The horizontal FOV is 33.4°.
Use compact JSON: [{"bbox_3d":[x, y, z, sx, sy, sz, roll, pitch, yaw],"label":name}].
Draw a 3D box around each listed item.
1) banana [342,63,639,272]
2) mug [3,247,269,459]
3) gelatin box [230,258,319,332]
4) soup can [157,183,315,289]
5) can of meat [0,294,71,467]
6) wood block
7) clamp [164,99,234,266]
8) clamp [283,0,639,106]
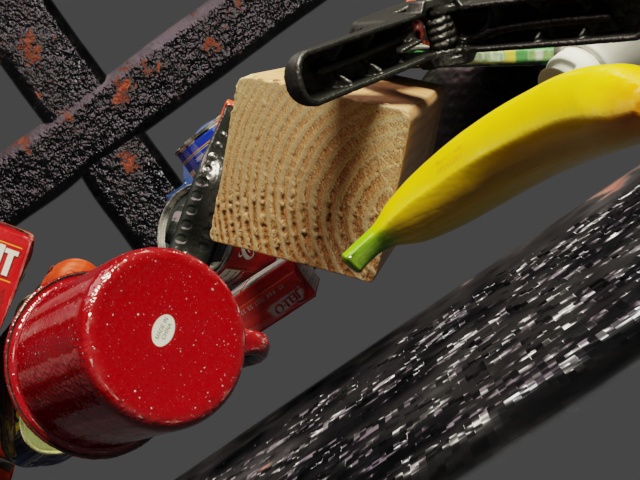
[{"bbox_3d":[0.083,-0.033,0.454,0.198,0.037,0.069,-33,21,54],"label":"banana"},{"bbox_3d":[-0.077,0.052,0.498,0.117,0.093,0.082,7,-18,-33],"label":"mug"},{"bbox_3d":[-0.038,0.039,0.677,0.073,0.030,0.089,-34,3,3],"label":"gelatin box"},{"bbox_3d":[-0.055,0.001,0.748,0.069,0.068,0.102,-34,-25,27],"label":"soup can"},{"bbox_3d":[-0.176,0.093,0.690,0.057,0.102,0.084,0,-18,-27],"label":"can of meat"},{"bbox_3d":[0.014,-0.051,0.628,0.206,0.091,0.090,-45,-32,-73],"label":"wood block"},{"bbox_3d":[-0.075,0.004,0.631,0.171,0.039,0.120,-67,9,-15],"label":"clamp"},{"bbox_3d":[0.053,-0.105,0.548,0.164,0.036,0.210,-12,15,-5],"label":"clamp"}]
